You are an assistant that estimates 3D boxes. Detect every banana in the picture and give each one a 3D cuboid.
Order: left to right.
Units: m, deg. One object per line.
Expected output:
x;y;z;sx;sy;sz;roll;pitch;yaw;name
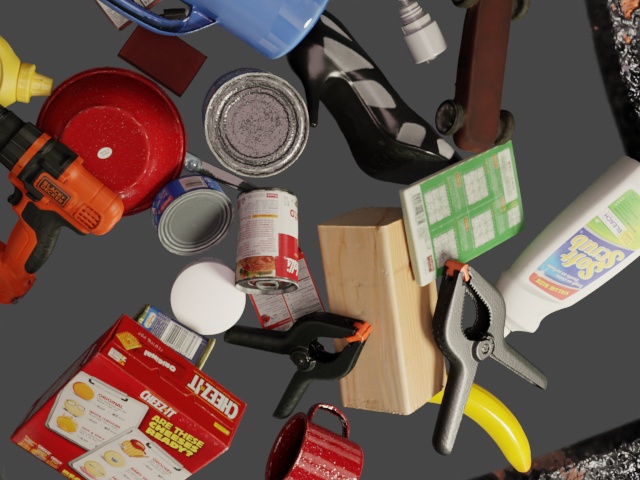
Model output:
0.177;0.202;1.247;0.197;0.037;0.070;29;114;-10;banana

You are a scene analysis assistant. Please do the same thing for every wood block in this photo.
0.069;0.073;1.161;0.090;0.090;0.206;1;105;36;wood block

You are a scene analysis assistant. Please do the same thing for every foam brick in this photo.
-0.165;-0.193;1.115;0.078;0.053;0.051;33;96;-13;foam brick

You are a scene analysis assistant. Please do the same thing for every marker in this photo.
-0.110;-0.242;1.129;0.121;0.020;0.020;-9;102;-5;marker

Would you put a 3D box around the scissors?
-0.157;-0.073;1.158;0.201;0.016;0.096;39;96;-12;scissors

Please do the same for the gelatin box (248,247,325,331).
-0.040;0.062;1.193;0.073;0.030;0.089;-22;103;-4;gelatin box

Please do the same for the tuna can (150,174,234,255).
-0.138;-0.028;1.141;0.086;0.034;0.086;-16;133;-19;tuna can

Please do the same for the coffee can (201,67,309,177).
-0.070;-0.124;1.095;0.102;0.140;0.103;-1;101;-7;coffee can

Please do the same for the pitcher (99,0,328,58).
-0.115;-0.278;1.038;0.242;0.145;0.149;34;128;-21;pitcher

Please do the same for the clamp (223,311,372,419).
-0.025;0.116;1.152;0.172;0.039;0.120;-36;102;31;clamp

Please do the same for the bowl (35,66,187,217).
-0.221;-0.097;1.110;0.162;0.055;0.162;-1;103;-3;bowl

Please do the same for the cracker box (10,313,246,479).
-0.204;0.191;1.125;0.164;0.072;0.214;38;130;-12;cracker box

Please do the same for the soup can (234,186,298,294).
-0.057;0.001;1.141;0.068;0.068;0.102;2;73;-8;soup can

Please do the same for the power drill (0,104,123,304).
-0.316;-0.034;1.087;0.184;0.057;0.188;41;122;-9;power drill

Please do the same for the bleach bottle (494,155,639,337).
0.288;0.024;1.211;0.251;0.068;0.102;-45;106;6;bleach bottle

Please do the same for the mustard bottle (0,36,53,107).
-0.371;-0.174;1.090;0.191;0.058;0.096;10;97;-9;mustard bottle

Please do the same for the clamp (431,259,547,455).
0.162;0.122;1.156;0.164;0.036;0.210;-35;118;-23;clamp

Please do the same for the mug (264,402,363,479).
-0.002;0.242;1.211;0.081;0.093;0.117;27;60;-16;mug

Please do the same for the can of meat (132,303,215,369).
-0.172;0.117;1.152;0.084;0.102;0.057;32;63;-9;can of meat
